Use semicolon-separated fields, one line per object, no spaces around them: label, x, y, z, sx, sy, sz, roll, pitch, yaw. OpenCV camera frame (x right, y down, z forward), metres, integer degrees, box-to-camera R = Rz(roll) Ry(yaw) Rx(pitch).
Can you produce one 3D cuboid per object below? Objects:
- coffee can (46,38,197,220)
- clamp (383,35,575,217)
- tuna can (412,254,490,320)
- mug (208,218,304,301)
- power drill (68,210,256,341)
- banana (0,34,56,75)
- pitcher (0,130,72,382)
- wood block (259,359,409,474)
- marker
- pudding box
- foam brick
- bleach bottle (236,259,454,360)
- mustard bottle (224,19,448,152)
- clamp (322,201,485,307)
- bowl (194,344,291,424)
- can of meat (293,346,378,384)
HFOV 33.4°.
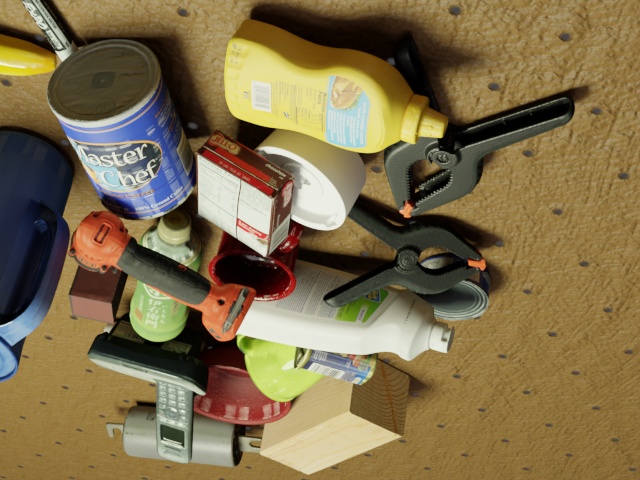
coffee can;-0.180;-0.101;0.990;0.103;0.102;0.140;2;145;13
clamp;0.125;-0.088;0.977;0.164;0.036;0.210;16;143;-1
tuna can;0.143;0.052;1.174;0.086;0.033;0.086;8;145;5
mug;-0.057;0.001;1.118;0.093;0.081;0.117;30;142;-25
power drill;-0.165;0.037;1.076;0.187;0.057;0.185;28;169;-9
banana;-0.336;-0.195;0.959;0.197;0.037;0.070;32;142;-27
pitcher;-0.323;0.010;1.065;0.149;0.242;0.145;16;145;-7
wood block;0.017;0.233;1.418;0.090;0.090;0.207;28;142;-24
marker;-0.248;-0.204;0.935;0.020;0.020;0.121;-4;143;21
pudding box;-0.074;-0.043;1.021;0.090;0.039;0.113;32;150;13
foam brick;-0.257;0.049;1.248;0.051;0.078;0.053;11;148;0
bleach bottle;0.019;0.082;1.159;0.251;0.102;0.068;14;147;18
mustard bottle;0.015;-0.122;0.911;0.192;0.058;0.096;18;141;12
clamp;0.083;0.007;1.106;0.171;0.039;0.120;-5;113;0
bowl;-0.114;0.184;1.418;0.162;0.055;0.162;8;145;5
can of meat;0.021;0.110;1.234;0.084;0.102;0.058;17;146;-13
